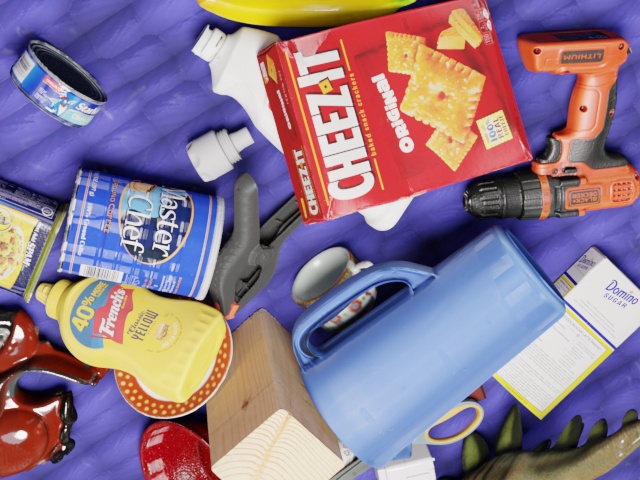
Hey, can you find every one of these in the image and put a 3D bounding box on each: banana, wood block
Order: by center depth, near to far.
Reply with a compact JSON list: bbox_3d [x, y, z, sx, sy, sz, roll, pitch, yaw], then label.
[{"bbox_3d":[-0.012,-0.221,0.981,0.198,0.069,0.037,-2,80,0],"label":"banana"},{"bbox_3d":[-0.052,0.165,1.049,0.091,0.206,0.090,-41,111,9],"label":"wood block"}]

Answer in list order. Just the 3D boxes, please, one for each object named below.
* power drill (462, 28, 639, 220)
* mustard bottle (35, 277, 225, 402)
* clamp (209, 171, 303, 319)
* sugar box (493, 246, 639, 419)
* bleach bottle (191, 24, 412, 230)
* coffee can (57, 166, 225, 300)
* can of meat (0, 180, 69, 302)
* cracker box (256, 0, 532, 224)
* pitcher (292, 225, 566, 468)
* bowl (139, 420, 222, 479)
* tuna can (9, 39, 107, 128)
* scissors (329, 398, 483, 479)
[{"bbox_3d":[0.232,-0.111,1.062,0.184,0.057,0.188,-7,115,-9],"label":"power drill"},{"bbox_3d":[-0.196,0.082,1.050,0.192,0.096,0.058,20,154,17],"label":"mustard bottle"},{"bbox_3d":[-0.057,0.001,1.065,0.120,0.039,0.172,-5,131,-38],"label":"clamp"},{"bbox_3d":[0.266,0.100,1.156,0.093,0.048,0.176,42,97,-20],"label":"sugar box"},{"bbox_3d":[-0.015,-0.116,1.019,0.250,0.068,0.102,32,90,-16],"label":"bleach bottle"},{"bbox_3d":[-0.171,-0.006,1.022,0.140,0.103,0.103,12,109,-12],"label":"coffee can"},{"bbox_3d":[-0.301,-0.003,1.031,0.084,0.057,0.102,22,106,-13],"label":"can of meat"},{"bbox_3d":[0.069,-0.121,0.973,0.213,0.072,0.164,-17,92,-18],"label":"cracker box"},{"bbox_3d":[0.101,0.090,1.017,0.243,0.145,0.149,-39,152,12],"label":"pitcher"},{"bbox_3d":[-0.118,0.250,1.129,0.055,0.162,0.162,-31,121,-42],"label":"bowl"},{"bbox_3d":[-0.238,-0.141,0.969,0.086,0.086,0.034,37,104,-19],"label":"tuna can"},{"bbox_3d":[0.074,0.194,1.107,0.201,0.016,0.096,-17,106,-12],"label":"scissors"}]
